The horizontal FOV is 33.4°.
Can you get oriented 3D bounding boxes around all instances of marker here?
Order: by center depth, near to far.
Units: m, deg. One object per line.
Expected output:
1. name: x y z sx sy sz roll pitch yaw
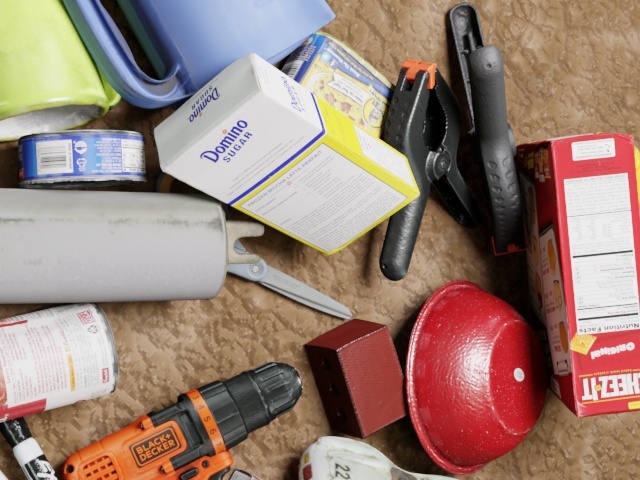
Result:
1. marker: -0.188 0.167 0.732 0.020 0.020 0.121 -29 83 -24

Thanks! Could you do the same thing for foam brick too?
1. foam brick: 0.030 0.109 0.847 0.051 0.053 0.078 -22 100 -26

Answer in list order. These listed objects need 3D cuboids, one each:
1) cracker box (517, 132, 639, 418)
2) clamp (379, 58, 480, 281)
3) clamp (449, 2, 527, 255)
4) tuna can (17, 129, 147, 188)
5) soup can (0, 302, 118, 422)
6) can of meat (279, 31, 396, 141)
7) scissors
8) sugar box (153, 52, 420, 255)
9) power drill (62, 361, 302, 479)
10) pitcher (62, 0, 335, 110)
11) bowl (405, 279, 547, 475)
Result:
1. cracker box: 0.215 0.021 0.875 0.072 0.164 0.214 -6 94 2
2. clamp: 0.078 -0.054 0.844 0.120 0.039 0.171 -44 130 -38
3. clamp: 0.139 -0.081 0.864 0.036 0.164 0.210 -11 107 7
4. tuna can: -0.162 -0.054 0.726 0.086 0.086 0.034 -3 90 -28
5. soup can: -0.196 0.083 0.720 0.102 0.069 0.068 -12 96 -28
6. can of meat: 0.007 -0.100 0.830 0.102 0.058 0.084 37 72 -24
7. scissors: -0.055 0.001 0.820 0.201 0.016 0.096 10 88 -27
8. sugar box: -0.020 -0.054 0.741 0.176 0.093 0.048 31 33 -43
9. power drill: -0.066 0.198 0.762 0.184 0.057 0.188 -25 80 -13
10. pitcher: -0.110 -0.216 0.727 0.145 0.149 0.243 -29 102 11
11. bowl: 0.139 0.112 0.874 0.161 0.055 0.162 7 81 -48
